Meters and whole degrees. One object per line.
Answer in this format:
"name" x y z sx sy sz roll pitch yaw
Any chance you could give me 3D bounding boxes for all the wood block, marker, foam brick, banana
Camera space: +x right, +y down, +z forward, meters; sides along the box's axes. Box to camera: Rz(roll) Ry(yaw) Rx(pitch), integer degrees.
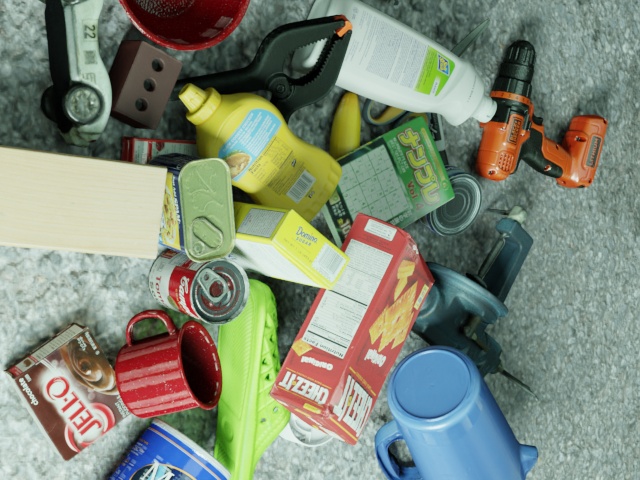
"wood block" -0.259 -0.039 1.003 0.205 0.090 0.091 6 93 -25
"marker" 0.142 -0.144 1.327 0.020 0.020 0.121 -20 107 -31
"foam brick" -0.184 -0.157 1.081 0.052 0.051 0.078 25 81 -35
"banana" 0.038 -0.072 1.258 0.069 0.037 0.198 -40 123 -55

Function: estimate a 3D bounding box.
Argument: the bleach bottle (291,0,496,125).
"bleach bottle" 0.096 -0.192 1.235 0.250 0.068 0.102 23 84 -24

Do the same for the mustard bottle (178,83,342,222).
"mustard bottle" -0.072 -0.096 1.112 0.191 0.058 0.096 40 86 -27

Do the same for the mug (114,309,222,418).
"mug" -0.162 0.126 1.098 0.093 0.082 0.117 -62 133 -65

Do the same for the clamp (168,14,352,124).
"clamp" -0.056 -0.169 1.134 0.164 0.036 0.210 37 104 -30

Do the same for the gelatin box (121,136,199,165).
"gelatin box" -0.166 -0.070 1.119 0.089 0.030 0.073 0 97 -34

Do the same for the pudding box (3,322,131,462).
"pudding box" -0.253 0.153 1.082 0.090 0.039 0.113 -37 115 -25

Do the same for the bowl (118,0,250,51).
"bowl" -0.149 -0.274 1.088 0.161 0.055 0.162 -5 99 -34

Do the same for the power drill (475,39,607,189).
"power drill" 0.293 -0.154 1.409 0.187 0.057 0.184 15 91 -32

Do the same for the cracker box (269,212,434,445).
"cracker box" 0.041 0.100 1.144 0.213 0.072 0.164 -64 158 -12

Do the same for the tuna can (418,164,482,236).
"tuna can" 0.160 -0.049 1.330 0.086 0.034 0.086 -14 118 -28

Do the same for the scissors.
"scissors" 0.143 -0.183 1.300 0.201 0.016 0.096 -31 111 -14

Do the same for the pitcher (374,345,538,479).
"pitcher" 0.150 0.229 1.267 0.149 0.145 0.242 -47 141 -15

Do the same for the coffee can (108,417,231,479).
"coffee can" -0.175 0.271 1.112 0.102 0.103 0.140 47 70 -29

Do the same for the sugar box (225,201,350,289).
"sugar box" -0.057 0.001 1.113 0.093 0.177 0.048 41 75 -32

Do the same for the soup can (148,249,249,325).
"soup can" -0.129 0.046 1.114 0.068 0.102 0.068 -5 99 -34

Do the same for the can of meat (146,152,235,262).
"can of meat" -0.133 -0.036 1.075 0.057 0.084 0.102 -13 106 -33
